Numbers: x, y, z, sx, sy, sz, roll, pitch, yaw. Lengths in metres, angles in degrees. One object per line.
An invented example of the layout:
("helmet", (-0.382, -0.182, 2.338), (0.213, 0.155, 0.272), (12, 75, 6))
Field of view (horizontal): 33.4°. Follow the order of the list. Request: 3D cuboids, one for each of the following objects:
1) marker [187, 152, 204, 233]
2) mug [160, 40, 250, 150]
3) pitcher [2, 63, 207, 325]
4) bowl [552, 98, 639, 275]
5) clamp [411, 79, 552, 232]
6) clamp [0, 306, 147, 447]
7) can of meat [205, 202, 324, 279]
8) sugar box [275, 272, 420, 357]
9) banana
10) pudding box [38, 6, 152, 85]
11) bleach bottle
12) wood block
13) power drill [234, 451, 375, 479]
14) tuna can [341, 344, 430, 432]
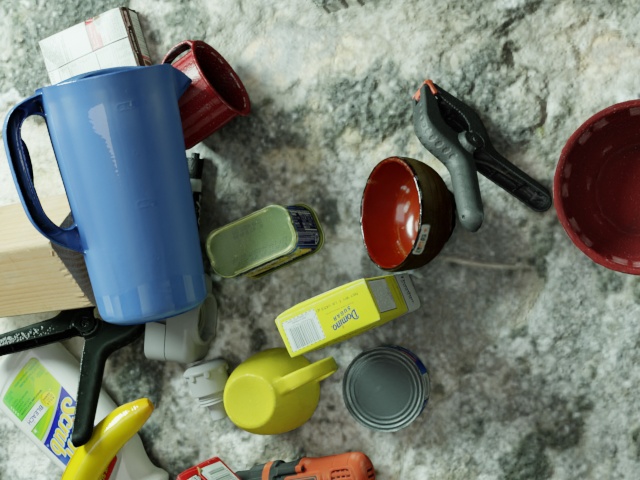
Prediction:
("marker", (-0.138, -0.034, 1.148), (0.020, 0.020, 0.121), (4, 91, 17))
("mug", (-0.137, -0.157, 1.116), (0.082, 0.093, 0.117), (-33, 64, 19))
("pitcher", (-0.195, -0.044, 1.033), (0.149, 0.144, 0.243), (-7, 99, 21))
("bowl", (0.300, -0.048, 0.992), (0.162, 0.055, 0.162), (0, 90, 17))
("clamp", (0.136, -0.079, 1.020), (0.171, 0.120, 0.039), (49, 129, 15))
("clamp", (-0.256, 0.092, 1.132), (0.165, 0.036, 0.210), (29, 71, 15))
("can of meat", (-0.057, 0.001, 1.089), (0.102, 0.083, 0.057), (-24, 83, 16))
("sugar box", (0.031, 0.068, 1.013), (0.093, 0.176, 0.048), (-24, 81, 17))
("banana", (-0.234, 0.249, 1.113), (0.069, 0.037, 0.198), (18, 96, -7))
("pudding box", (-0.245, -0.195, 1.173), (0.114, 0.039, 0.090), (-19, 85, 18))
("bleach bottle", (-0.246, 0.212, 1.162), (0.251, 0.068, 0.103), (41, 101, 11))
("wood block", (-0.319, 0.020, 1.131), (0.206, 0.090, 0.091), (-8, 125, 29))
("power drill", (-0.019, 0.316, 1.092), (0.185, 0.057, 0.187), (-14, 87, 23))
("tuna can", (0.067, 0.148, 1.077), (0.086, 0.033, 0.086), (0, 90, 17))
